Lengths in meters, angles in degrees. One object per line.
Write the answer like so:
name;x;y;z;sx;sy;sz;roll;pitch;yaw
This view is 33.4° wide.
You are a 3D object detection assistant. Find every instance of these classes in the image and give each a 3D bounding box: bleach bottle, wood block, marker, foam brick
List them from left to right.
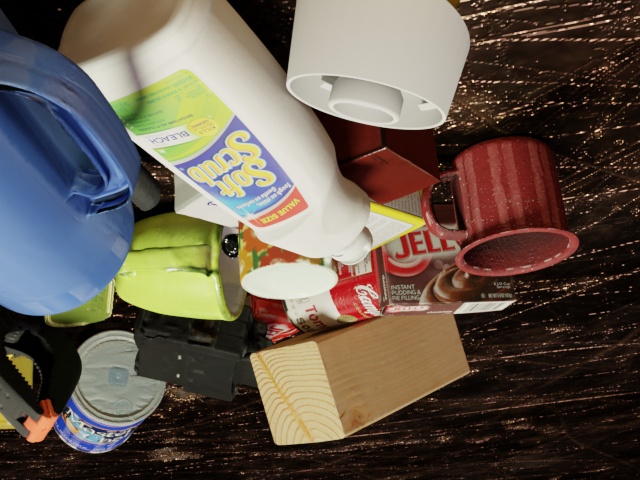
marker;-0.056;0.001;0.857;0.020;0.020;0.121;-11;-179;12
bleach bottle;-0.037;-0.058;0.644;0.103;0.068;0.250;-15;143;31
wood block;0.043;0.119;1.029;0.090;0.091;0.205;-16;180;42
foam brick;0.040;-0.066;0.736;0.053;0.051;0.078;-20;154;28

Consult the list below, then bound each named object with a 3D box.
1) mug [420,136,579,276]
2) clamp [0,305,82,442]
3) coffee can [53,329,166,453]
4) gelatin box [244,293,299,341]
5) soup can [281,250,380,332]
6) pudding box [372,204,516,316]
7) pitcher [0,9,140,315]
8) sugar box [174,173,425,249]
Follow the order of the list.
mug;0.132;-0.027;0.814;0.117;0.081;0.093;-1;157;-12
clamp;-0.232;0.067;0.835;0.164;0.210;0.036;8;127;-45
coffee can;-0.235;0.168;1.171;0.102;0.103;0.140;3;156;-21
gelatin box;-0.068;0.085;1.105;0.073;0.030;0.089;15;150;-41
soup can;0.023;0.042;0.973;0.102;0.068;0.068;-16;156;26
pudding box;0.101;0.016;0.900;0.113;0.090;0.039;0;159;-14
pitcher;-0.178;-0.045;0.561;0.145;0.149;0.242;-36;155;-4
sugar box;-0.013;-0.035;0.809;0.175;0.048;0.094;19;148;-38
